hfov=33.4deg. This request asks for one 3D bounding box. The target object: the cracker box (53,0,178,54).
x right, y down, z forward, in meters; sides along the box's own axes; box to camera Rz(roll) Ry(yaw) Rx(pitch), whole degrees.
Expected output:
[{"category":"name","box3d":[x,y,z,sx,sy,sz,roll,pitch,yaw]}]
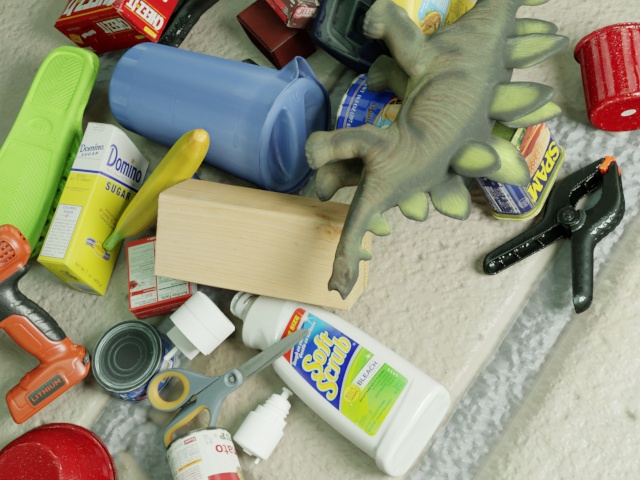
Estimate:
[{"category":"cracker box","box3d":[-0.226,-0.343,1.329,0.164,0.072,0.213,3,63,49]}]

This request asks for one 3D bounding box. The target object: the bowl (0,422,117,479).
[{"category":"bowl","box3d":[-0.295,0.261,1.106,0.162,0.055,0.162,-8,64,15]}]

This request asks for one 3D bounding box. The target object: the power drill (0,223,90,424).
[{"category":"power drill","box3d":[-0.350,0.101,1.133,0.184,0.187,0.057,-35,17,-2]}]

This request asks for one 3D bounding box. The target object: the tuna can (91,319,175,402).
[{"category":"tuna can","box3d":[-0.202,0.129,1.150,0.086,0.033,0.086,-8,63,15]}]

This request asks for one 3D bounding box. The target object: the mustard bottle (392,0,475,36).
[{"category":"mustard bottle","box3d":[0.115,-0.240,1.131,0.058,0.191,0.096,-5,60,47]}]

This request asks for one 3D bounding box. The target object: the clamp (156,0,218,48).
[{"category":"clamp","box3d":[-0.161,-0.280,1.296,0.210,0.036,0.165,-51,26,4]}]

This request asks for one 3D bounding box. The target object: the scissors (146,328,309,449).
[{"category":"scissors","box3d":[-0.104,0.131,1.083,0.096,0.016,0.202,45,106,19]}]

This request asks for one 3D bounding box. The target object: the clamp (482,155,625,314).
[{"category":"clamp","box3d":[0.241,-0.013,1.068,0.120,0.039,0.171,18,65,29]}]

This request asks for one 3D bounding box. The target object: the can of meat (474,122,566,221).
[{"category":"can of meat","box3d":[0.195,-0.085,1.078,0.058,0.084,0.102,6,57,43]}]

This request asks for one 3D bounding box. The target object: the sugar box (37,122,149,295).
[{"category":"sugar box","box3d":[-0.254,-0.036,1.213,0.048,0.093,0.176,9,69,21]}]

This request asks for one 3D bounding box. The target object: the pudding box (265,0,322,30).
[{"category":"pudding box","box3d":[-0.014,-0.283,1.244,0.090,0.113,0.039,53,125,30]}]

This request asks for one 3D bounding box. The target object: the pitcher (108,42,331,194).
[{"category":"pitcher","box3d":[-0.121,-0.136,1.207,0.243,0.145,0.149,20,61,29]}]

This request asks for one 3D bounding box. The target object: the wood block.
[{"category":"wood block","box3d":[-0.057,0.001,1.097,0.206,0.090,0.091,9,106,13]}]

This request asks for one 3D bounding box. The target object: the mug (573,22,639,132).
[{"category":"mug","box3d":[0.321,-0.162,1.093,0.117,0.093,0.081,6,67,-19]}]

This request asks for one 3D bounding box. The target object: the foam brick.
[{"category":"foam brick","box3d":[-0.052,-0.246,1.271,0.051,0.053,0.078,-39,61,-3]}]

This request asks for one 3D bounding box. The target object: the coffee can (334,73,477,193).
[{"category":"coffee can","box3d":[0.099,-0.112,1.126,0.140,0.102,0.102,17,72,25]}]

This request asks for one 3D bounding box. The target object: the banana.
[{"category":"banana","box3d":[-0.169,-0.061,1.167,0.198,0.037,0.069,-47,16,32]}]

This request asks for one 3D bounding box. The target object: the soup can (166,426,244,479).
[{"category":"soup can","box3d":[-0.107,0.242,1.044,0.068,0.068,0.102,-25,60,6]}]

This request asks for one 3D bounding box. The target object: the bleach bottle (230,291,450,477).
[{"category":"bleach bottle","box3d":[0.002,0.126,1.068,0.251,0.068,0.102,30,79,31]}]

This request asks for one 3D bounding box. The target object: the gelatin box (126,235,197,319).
[{"category":"gelatin box","box3d":[-0.176,0.038,1.188,0.073,0.030,0.089,-14,61,10]}]
